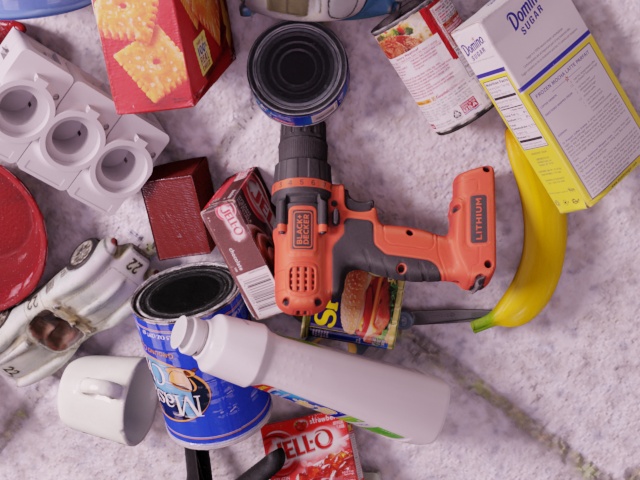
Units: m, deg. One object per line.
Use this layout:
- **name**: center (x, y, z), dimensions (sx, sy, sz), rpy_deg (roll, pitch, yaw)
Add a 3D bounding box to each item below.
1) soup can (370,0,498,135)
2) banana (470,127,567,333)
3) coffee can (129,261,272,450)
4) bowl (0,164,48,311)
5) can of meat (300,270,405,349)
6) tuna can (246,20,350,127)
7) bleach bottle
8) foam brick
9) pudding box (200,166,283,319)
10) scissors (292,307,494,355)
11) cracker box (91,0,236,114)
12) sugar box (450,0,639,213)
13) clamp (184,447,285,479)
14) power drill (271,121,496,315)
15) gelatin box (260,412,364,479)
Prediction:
- **soup can**: center (0.096, -0.145, 0.868), dimensions (0.069, 0.068, 0.102), rpy_deg (-30, 104, 19)
- **banana**: center (0.180, -0.003, 0.923), dimensions (0.069, 0.037, 0.198), rpy_deg (4, 110, -7)
- **coffee can**: center (-0.107, 0.105, 0.975), dimensions (0.103, 0.102, 0.140), rpy_deg (-5, 118, 12)
- **bowl**: center (-0.322, -0.015, 0.999), dimensions (0.162, 0.055, 0.162), rpy_deg (4, 112, 8)
- **can of meat**: center (0.032, 0.043, 0.951), dimensions (0.084, 0.057, 0.102), rpy_deg (10, 94, 3)
- **tuna can**: center (-0.018, -0.140, 0.888), dimensions (0.086, 0.034, 0.086), rpy_deg (0, 82, 3)
- **bleach bottle**: center (-0.014, 0.114, 0.921), dimensions (0.250, 0.103, 0.068), rpy_deg (21, 79, -26)
- **foam brick**: center (-0.125, -0.029, 0.961), dimensions (0.051, 0.053, 0.078), rpy_deg (-7, 110, 12)
- **pudding box**: center (-0.056, 0.001, 0.941), dimensions (0.039, 0.090, 0.113), rpy_deg (-19, 108, 18)
- **scissors**: center (0.066, 0.089, 0.994), dimensions (0.202, 0.016, 0.096), rpy_deg (11, 110, 6)
- **cracker box**: center (-0.125, -0.222, 0.824), dimensions (0.072, 0.164, 0.214), rpy_deg (-4, 111, 9)
- **sugar box**: center (0.187, -0.119, 0.852), dimensions (0.093, 0.048, 0.176), rpy_deg (-39, 102, -24)
- **clamp**: center (-0.099, 0.253, 1.035), dimensions (0.120, 0.039, 0.171), rpy_deg (13, 93, 35)
- **power drill**: center (0.052, -0.026, 0.904), dimensions (0.187, 0.057, 0.184), rpy_deg (0, 76, 1)
- **gelatin box**: center (-0.009, 0.205, 1.032), dimensions (0.089, 0.030, 0.073), rpy_deg (-13, 82, 14)
